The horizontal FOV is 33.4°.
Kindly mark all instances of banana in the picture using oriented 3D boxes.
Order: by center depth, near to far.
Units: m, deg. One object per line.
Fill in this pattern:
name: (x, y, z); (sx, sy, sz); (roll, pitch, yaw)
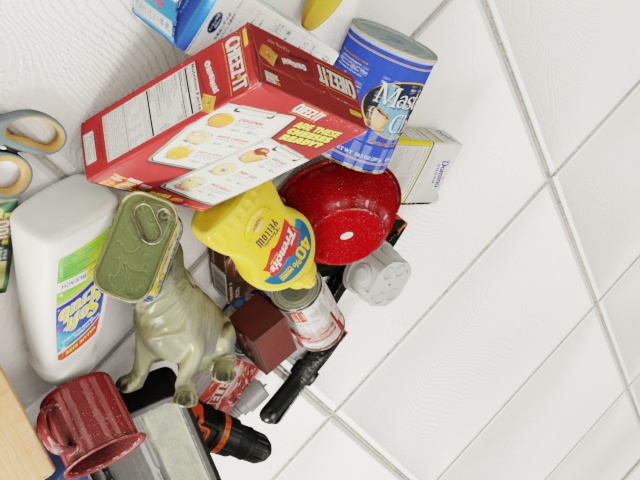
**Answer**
banana: (0.017, -0.304, 1.063); (0.069, 0.037, 0.198); (-11, 131, -20)

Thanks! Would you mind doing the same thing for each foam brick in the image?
foam brick: (-0.069, 0.112, 1.276); (0.051, 0.053, 0.078); (-38, 143, -17)

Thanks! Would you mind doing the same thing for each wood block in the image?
wood block: (-0.345, 0.171, 1.050); (0.090, 0.090, 0.206); (-33, 142, -22)

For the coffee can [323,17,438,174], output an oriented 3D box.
coffee can: (0.054, -0.159, 1.177); (0.102, 0.103, 0.140); (-1, 123, -48)

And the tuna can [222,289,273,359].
tuna can: (-0.089, 0.104, 1.325); (0.086, 0.034, 0.086); (-29, 140, -28)

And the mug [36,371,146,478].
mug: (-0.249, 0.191, 1.110); (0.093, 0.081, 0.117); (-39, 161, 26)

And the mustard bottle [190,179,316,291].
mustard bottle: (-0.057, 0.002, 1.175); (0.096, 0.058, 0.191); (-56, 138, -11)

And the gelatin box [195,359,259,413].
gelatin box: (-0.127, 0.183, 1.359); (0.089, 0.030, 0.073); (-53, 145, 4)

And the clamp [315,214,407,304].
clamp: (0.028, 0.041, 1.396); (0.209, 0.036, 0.164); (-35, 143, -16)

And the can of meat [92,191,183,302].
can of meat: (-0.172, 0.010, 1.029); (0.084, 0.057, 0.102); (95, 15, -84)

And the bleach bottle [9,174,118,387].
bleach bottle: (-0.253, 0.059, 1.074); (0.102, 0.068, 0.251); (-36, 149, -37)

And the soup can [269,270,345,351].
soup can: (-0.016, 0.083, 1.307); (0.068, 0.069, 0.102); (-43, 143, -11)

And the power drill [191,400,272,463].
power drill: (-0.175, 0.285, 1.327); (0.184, 0.057, 0.188); (28, 102, -24)

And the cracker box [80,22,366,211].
cracker box: (-0.092, -0.107, 0.998); (0.214, 0.072, 0.163); (-24, 158, 30)

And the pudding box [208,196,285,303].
pudding box: (-0.084, 0.005, 1.233); (0.089, 0.039, 0.113); (-27, 139, -29)

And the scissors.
scissors: (-0.309, -0.083, 0.915); (0.201, 0.016, 0.096); (1, 121, -49)

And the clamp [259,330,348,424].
clamp: (-0.026, 0.184, 1.443); (0.171, 0.039, 0.120); (-55, 178, 2)

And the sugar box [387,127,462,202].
sugar box: (0.095, -0.095, 1.335); (0.175, 0.048, 0.093); (-4, 128, -50)

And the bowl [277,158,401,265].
bowl: (0.024, -0.022, 1.257); (0.162, 0.055, 0.162); (-9, 136, -9)
